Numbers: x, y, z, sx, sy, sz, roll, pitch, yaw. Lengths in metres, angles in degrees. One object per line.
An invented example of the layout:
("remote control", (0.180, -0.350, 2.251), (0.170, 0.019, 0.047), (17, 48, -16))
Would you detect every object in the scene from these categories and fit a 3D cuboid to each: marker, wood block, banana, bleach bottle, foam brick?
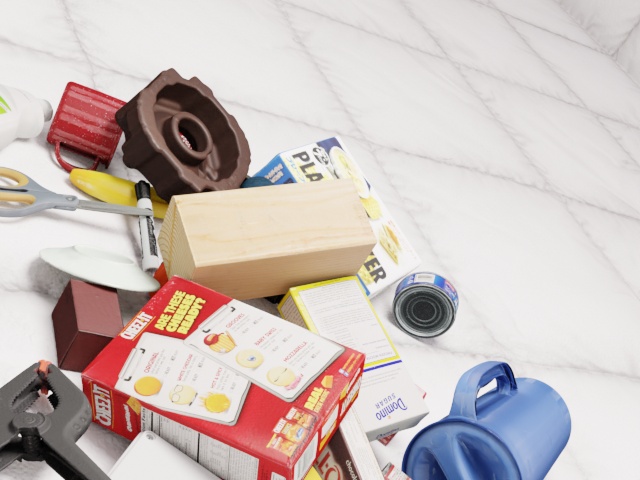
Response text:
("marker", (-0.200, -0.017, 1.229), (0.020, 0.020, 0.121), (12, 54, -36))
("wood block", (-0.058, 0.001, 1.141), (0.205, 0.091, 0.090), (-7, 61, -25))
("banana", (-0.208, -0.051, 1.302), (0.197, 0.037, 0.070), (11, 10, -41))
("bleach bottle", (-0.393, -0.132, 1.204), (0.103, 0.068, 0.250), (42, 27, 15))
("foam brick", (-0.227, 0.085, 1.046), (0.051, 0.053, 0.078), (16, 33, -31))

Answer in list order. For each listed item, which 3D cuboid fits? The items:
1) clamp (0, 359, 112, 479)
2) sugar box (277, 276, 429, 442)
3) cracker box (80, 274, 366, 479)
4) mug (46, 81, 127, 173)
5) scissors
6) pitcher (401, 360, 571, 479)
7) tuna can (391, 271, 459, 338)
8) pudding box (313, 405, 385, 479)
("clamp", (-0.231, 0.166, 0.885), (0.164, 0.036, 0.210), (3, 25, -1))
("sugar box", (0.033, 0.125, 1.132), (0.093, 0.048, 0.176), (-10, 63, -33))
("cracker box", (-0.088, 0.137, 0.996), (0.214, 0.072, 0.164), (20, 40, 16))
("mug", (-0.287, -0.134, 1.304), (0.081, 0.093, 0.117), (20, 67, -15))
("scissors", (-0.296, -0.053, 1.197), (0.201, 0.016, 0.096), (-3, 38, -35))
("pitcher", (0.196, 0.221, 1.184), (0.145, 0.149, 0.242), (47, 26, 14))
("tuna can", (0.137, 0.085, 1.394), (0.086, 0.086, 0.033), (32, 30, -4))
("pudding box", (0.013, 0.225, 1.039), (0.039, 0.090, 0.113), (12, 35, -36))
